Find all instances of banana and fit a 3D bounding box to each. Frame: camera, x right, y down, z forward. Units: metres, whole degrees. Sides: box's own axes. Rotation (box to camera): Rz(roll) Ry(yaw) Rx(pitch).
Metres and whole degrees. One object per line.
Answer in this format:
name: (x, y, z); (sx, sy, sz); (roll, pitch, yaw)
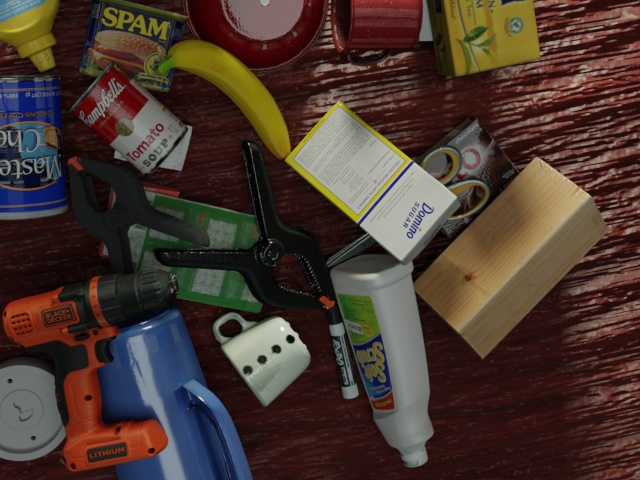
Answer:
banana: (-0.096, -0.160, 1.141); (0.197, 0.037, 0.069); (32, 73, -38)

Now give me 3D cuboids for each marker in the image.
marker: (0.024, 0.126, 1.248); (0.020, 0.020, 0.121); (-14, 103, -8)

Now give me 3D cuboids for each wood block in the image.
wood block: (0.214, 0.020, 1.210); (0.206, 0.091, 0.090); (-45, 142, 0)

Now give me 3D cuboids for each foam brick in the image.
foam brick: (-0.180, -0.108, 1.147); (0.078, 0.053, 0.051); (10, 99, -11)

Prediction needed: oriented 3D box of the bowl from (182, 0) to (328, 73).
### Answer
bowl: (-0.065, -0.258, 1.138); (0.162, 0.055, 0.162); (-2, 102, -11)

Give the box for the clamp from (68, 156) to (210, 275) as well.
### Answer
clamp: (-0.195, -0.025, 1.105); (0.120, 0.039, 0.171); (-31, 85, 5)

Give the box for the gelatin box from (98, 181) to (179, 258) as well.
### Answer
gelatin box: (-0.199, -0.020, 1.172); (0.073, 0.030, 0.089); (10, 99, -15)

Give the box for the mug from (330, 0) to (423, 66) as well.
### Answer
mug: (0.059, -0.237, 1.153); (0.081, 0.093, 0.117); (-2, 134, -13)

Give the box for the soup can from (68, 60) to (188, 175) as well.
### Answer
soup can: (-0.193, -0.122, 1.079); (0.102, 0.068, 0.068); (41, 91, -14)

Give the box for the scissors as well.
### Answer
scissors: (0.088, -0.042, 1.196); (0.202, 0.016, 0.096); (-17, 105, 3)

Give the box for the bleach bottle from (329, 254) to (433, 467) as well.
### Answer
bleach bottle: (0.085, 0.143, 1.220); (0.068, 0.103, 0.251); (-24, 106, -31)

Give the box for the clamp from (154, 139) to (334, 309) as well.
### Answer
clamp: (-0.058, 0.001, 1.180); (0.209, 0.036, 0.164); (34, 87, -25)

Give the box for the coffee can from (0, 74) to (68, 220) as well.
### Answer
coffee can: (-0.315, -0.098, 1.098); (0.102, 0.103, 0.140); (-3, 101, -10)

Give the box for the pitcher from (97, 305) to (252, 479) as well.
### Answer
pitcher: (-0.167, 0.197, 1.166); (0.149, 0.145, 0.243); (-15, 100, -4)

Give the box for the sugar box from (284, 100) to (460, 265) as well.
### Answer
sugar box: (0.057, -0.063, 1.162); (0.176, 0.048, 0.093); (42, 92, 15)

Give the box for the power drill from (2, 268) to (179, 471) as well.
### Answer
power drill: (-0.213, 0.129, 1.077); (0.184, 0.057, 0.187); (-13, 95, 11)

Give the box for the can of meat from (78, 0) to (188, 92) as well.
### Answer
can of meat: (-0.198, -0.208, 1.123); (0.102, 0.057, 0.084); (12, 101, -12)

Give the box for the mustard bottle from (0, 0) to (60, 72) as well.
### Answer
mustard bottle: (-0.321, -0.263, 1.087); (0.096, 0.058, 0.191); (-26, 104, -6)

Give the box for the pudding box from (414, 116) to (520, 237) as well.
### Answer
pudding box: (0.159, -0.073, 1.223); (0.113, 0.039, 0.090); (-41, 105, 0)
